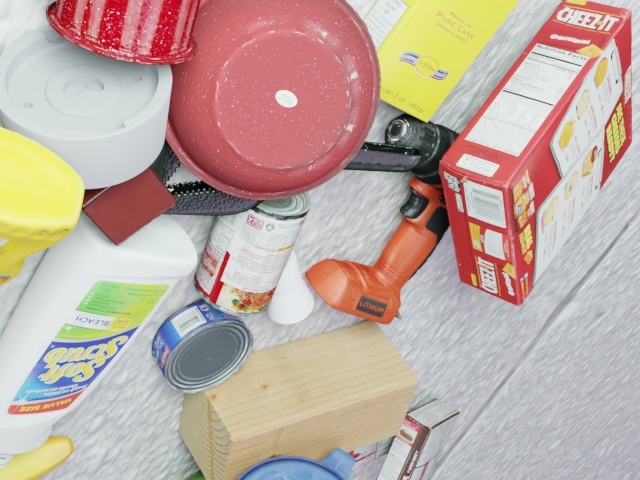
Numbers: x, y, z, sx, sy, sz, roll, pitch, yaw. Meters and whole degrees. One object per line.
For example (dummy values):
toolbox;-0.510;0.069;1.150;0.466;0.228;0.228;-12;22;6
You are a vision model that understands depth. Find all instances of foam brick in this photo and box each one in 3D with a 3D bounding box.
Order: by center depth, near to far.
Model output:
foam brick;-0.144;-0.046;0.728;0.053;0.078;0.051;-36;141;-4

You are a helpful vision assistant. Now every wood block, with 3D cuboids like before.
wood block;-0.021;0.159;1.032;0.205;0.090;0.091;-13;137;-30

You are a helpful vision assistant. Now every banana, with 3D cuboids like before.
banana;-0.292;0.235;0.900;0.197;0.069;0.037;-55;175;-16

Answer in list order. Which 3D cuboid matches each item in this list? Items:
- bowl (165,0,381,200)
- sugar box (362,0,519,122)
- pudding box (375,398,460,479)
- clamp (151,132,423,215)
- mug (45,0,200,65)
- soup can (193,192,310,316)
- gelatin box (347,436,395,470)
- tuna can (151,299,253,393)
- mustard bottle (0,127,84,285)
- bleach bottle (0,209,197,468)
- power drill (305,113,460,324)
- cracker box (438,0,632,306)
bowl;-0.030;-0.099;0.723;0.162;0.055;0.162;-4;108;-12
sugar box;0.098;-0.182;0.811;0.093;0.048;0.176;17;118;-46
pudding box;0.112;0.235;1.218;0.113;0.039;0.090;-4;117;-67
clamp;-0.036;-0.073;0.780;0.210;0.036;0.164;-36;111;4
mug;-0.120;-0.164;0.629;0.117;0.093;0.082;16;119;-5
soup can;-0.056;0.001;0.857;0.068;0.069;0.102;-3;130;-37
gelatin box;0.058;0.213;1.202;0.073;0.030;0.089;-22;140;-23
tuna can;-0.104;0.093;0.940;0.086;0.034;0.086;-22;140;-20
mustard bottle;-0.227;-0.007;0.666;0.096;0.058;0.192;20;150;-28
bleach bottle;-0.199;0.085;0.833;0.102;0.068;0.251;9;125;-44
power drill;0.073;-0.017;0.952;0.188;0.057;0.184;-49;142;14
cracker box;0.189;-0.077;0.913;0.213;0.072;0.164;-52;147;-24
